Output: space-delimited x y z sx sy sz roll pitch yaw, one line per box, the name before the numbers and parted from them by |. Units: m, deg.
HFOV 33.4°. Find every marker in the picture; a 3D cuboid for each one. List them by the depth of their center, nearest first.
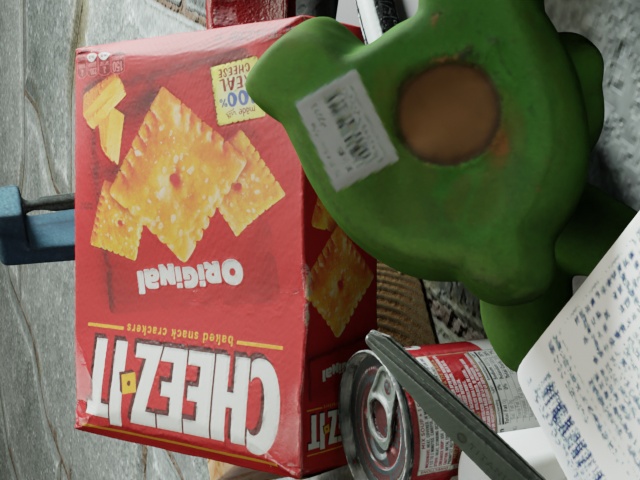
marker | 0.022 -0.127 0.509 0.020 0.020 0.121 130 132 -58

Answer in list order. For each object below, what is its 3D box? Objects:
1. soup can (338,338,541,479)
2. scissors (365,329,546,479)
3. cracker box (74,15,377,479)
soup can | 0.068 0.079 0.488 0.069 0.102 0.068 176 90 -67
scissors | 0.098 0.094 0.347 0.202 0.016 0.096 55 136 8
cracker box | -0.054 0.001 0.551 0.164 0.071 0.214 3 93 38
